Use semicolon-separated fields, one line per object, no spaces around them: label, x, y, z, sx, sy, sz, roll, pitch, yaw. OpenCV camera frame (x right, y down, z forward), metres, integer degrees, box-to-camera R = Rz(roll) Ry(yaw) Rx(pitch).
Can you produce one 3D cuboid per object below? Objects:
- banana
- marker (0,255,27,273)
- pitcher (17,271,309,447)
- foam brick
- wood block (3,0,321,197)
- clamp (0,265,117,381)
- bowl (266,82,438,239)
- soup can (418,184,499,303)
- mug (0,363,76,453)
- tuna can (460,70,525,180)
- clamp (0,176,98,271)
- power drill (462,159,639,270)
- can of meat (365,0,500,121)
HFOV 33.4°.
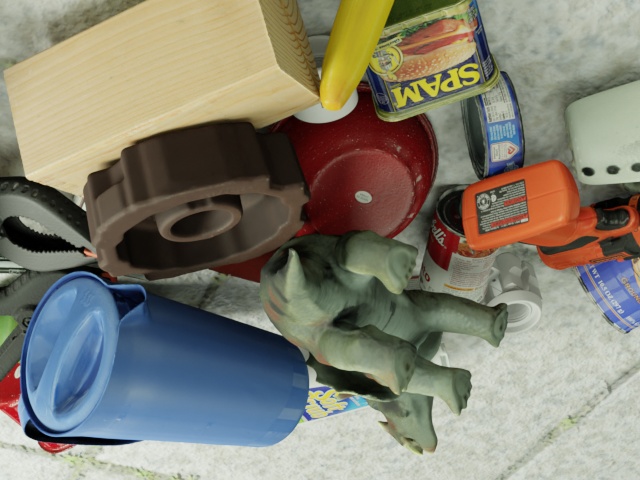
banana;0.040;-0.188;0.746;0.037;0.069;0.198;23;109;1
marker;-0.253;0.022;0.978;0.121;0.020;0.020;2;136;-11
pitcher;-0.133;0.122;0.934;0.149;0.145;0.242;3;168;45
foam brick;-0.056;0.001;0.961;0.078;0.053;0.051;16;132;-22
wood block;-0.114;-0.113;0.777;0.206;0.091;0.090;-21;164;18
clamp;-0.258;0.074;0.941;0.171;0.039;0.120;-11;123;-3
bowl;0.028;-0.047;0.892;0.162;0.055;0.162;-6;122;-9
soup can;0.131;0.008;0.985;0.068;0.068;0.102;0;137;-8
mug;-0.263;0.143;1.062;0.117;0.093;0.081;-41;127;-2
tuna can;0.139;-0.094;0.866;0.033;0.086;0.086;-10;137;-1
clamp;-0.274;-0.016;0.887;0.210;0.036;0.165;20;137;0
power drill;0.223;-0.019;0.877;0.187;0.057;0.185;11;158;-43
can of meat;0.078;-0.150;0.819;0.102;0.057;0.084;-17;133;9
